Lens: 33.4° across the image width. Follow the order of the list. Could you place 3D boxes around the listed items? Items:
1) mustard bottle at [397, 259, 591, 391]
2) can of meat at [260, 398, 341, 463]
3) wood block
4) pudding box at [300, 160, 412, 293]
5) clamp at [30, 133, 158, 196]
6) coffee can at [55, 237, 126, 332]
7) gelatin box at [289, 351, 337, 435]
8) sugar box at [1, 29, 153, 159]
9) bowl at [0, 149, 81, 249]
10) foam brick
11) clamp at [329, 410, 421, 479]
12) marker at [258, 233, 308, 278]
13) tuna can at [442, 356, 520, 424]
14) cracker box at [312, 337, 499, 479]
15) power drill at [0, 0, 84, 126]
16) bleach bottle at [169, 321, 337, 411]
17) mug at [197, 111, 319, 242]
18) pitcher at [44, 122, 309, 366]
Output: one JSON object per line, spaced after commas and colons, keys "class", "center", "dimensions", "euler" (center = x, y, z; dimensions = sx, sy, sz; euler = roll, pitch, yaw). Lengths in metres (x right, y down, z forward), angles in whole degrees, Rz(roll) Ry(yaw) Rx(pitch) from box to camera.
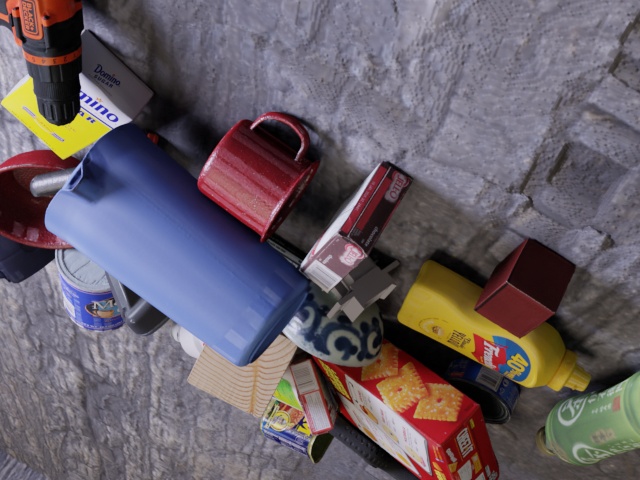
{"class": "mustard bottle", "center": [0.172, 0.092, 1.034], "dimensions": [0.191, 0.058, 0.096], "euler": [28, 153, 7]}
{"class": "can of meat", "center": [-0.020, 0.231, 1.415], "dimensions": [0.084, 0.102, 0.057], "euler": [21, 152, 25]}
{"class": "wood block", "center": [-0.078, 0.123, 1.206], "dimensions": [0.090, 0.091, 0.206], "euler": [27, -178, 0]}
{"class": "pudding box", "center": [0.031, -0.011, 0.972], "dimensions": [0.039, 0.090, 0.114], "euler": [36, 153, -5]}
{"class": "clamp", "center": [-0.237, -0.070, 1.156], "dimensions": [0.120, 0.039, 0.172], "euler": [14, 145, -28]}
{"class": "coffee can", "center": [-0.284, 0.046, 1.374], "dimensions": [0.103, 0.102, 0.140], "euler": [29, 153, 6]}
{"class": "gelatin box", "center": [-0.008, 0.179, 1.261], "dimensions": [0.073, 0.030, 0.089], "euler": [-39, -69, -85]}
{"class": "sugar box", "center": [-0.252, -0.144, 1.089], "dimensions": [0.093, 0.048, 0.177], "euler": [43, 152, -20]}
{"class": "bowl", "center": [-0.320, -0.057, 1.254], "dimensions": [0.162, 0.055, 0.162], "euler": [0, 145, -1]}
{"class": "foam brick", "center": [0.181, 0.043, 0.949], "dimensions": [0.051, 0.053, 0.078], "euler": [32, 154, 0]}
{"class": "clamp", "center": [0.071, 0.268, 1.373], "dimensions": [0.209, 0.036, 0.165], "euler": [37, 178, -22]}
{"class": "marker", "center": [-0.058, 0.001, 1.160], "dimensions": [0.121, 0.020, 0.020], "euler": [33, 153, -3]}
{"class": "tuna can", "center": [0.175, 0.165, 1.177], "dimensions": [0.086, 0.033, 0.086], "euler": [24, 152, 14]}
{"class": "cracker box", "center": [0.095, 0.189, 1.201], "dimensions": [0.214, 0.072, 0.164], "euler": [35, 159, 39]}
{"class": "power drill", "center": [-0.299, -0.207, 0.979], "dimensions": [0.188, 0.057, 0.184], "euler": [19, 128, 20]}
{"class": "bleach bottle", "center": [-0.094, 0.155, 1.406], "dimensions": [0.251, 0.068, 0.102], "euler": [15, 143, 33]}
{"class": "mug", "center": [-0.054, -0.067, 0.983], "dimensions": [0.081, 0.093, 0.117], "euler": [35, 122, 3]}
{"class": "pitcher", "center": [-0.131, 0.008, 1.037], "dimensions": [0.243, 0.149, 0.145], "euler": [38, 138, 7]}
